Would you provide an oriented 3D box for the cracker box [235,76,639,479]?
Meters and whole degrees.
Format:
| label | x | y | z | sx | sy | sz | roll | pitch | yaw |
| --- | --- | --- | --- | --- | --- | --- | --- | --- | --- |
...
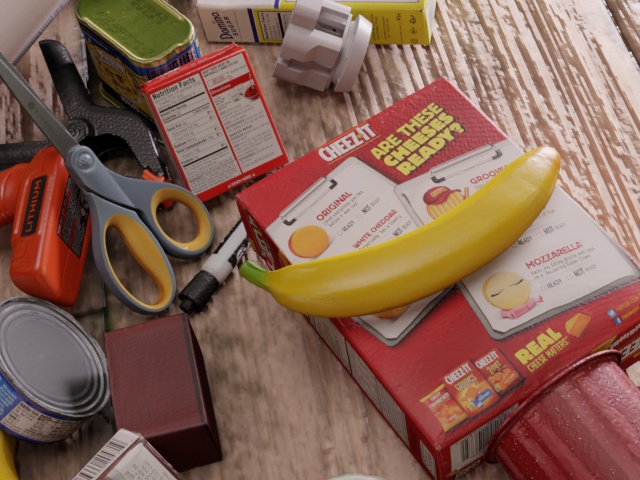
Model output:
| label | x | y | z | sx | sy | sz | roll | pitch | yaw |
| --- | --- | --- | --- | --- | --- | --- | --- | --- | --- |
| cracker box | 0.075 | 0.019 | 0.647 | 0.164 | 0.072 | 0.214 | -31 | 56 | -14 |

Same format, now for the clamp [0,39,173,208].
| label | x | y | z | sx | sy | sz | roll | pitch | yaw |
| --- | --- | --- | --- | --- | --- | --- | --- | --- | --- |
| clamp | -0.170 | -0.078 | 0.764 | 0.172 | 0.039 | 0.120 | 20 | 79 | 18 |

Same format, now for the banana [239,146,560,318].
| label | x | y | z | sx | sy | sz | roll | pitch | yaw |
| --- | --- | --- | --- | --- | --- | --- | --- | --- | --- |
| banana | 0.054 | 0.000 | 0.594 | 0.197 | 0.037 | 0.070 | -20 | 54 | -5 |

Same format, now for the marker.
| label | x | y | z | sx | sy | sz | roll | pitch | yaw |
| --- | --- | --- | --- | --- | --- | --- | --- | --- | --- |
| marker | -0.055 | 0.001 | 0.708 | 0.020 | 0.020 | 0.121 | 25 | 62 | 23 |

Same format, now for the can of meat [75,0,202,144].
| label | x | y | z | sx | sy | sz | roll | pitch | yaw |
| --- | --- | --- | --- | --- | --- | --- | --- | --- | --- |
| can of meat | -0.126 | -0.131 | 0.771 | 0.057 | 0.084 | 0.102 | -41 | 59 | -19 |

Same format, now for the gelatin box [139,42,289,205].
| label | x | y | z | sx | sy | sz | roll | pitch | yaw |
| --- | --- | --- | --- | --- | --- | --- | --- | --- | --- |
| gelatin box | -0.072 | -0.079 | 0.726 | 0.073 | 0.089 | 0.030 | -26 | 22 | -11 |

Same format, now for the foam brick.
| label | x | y | z | sx | sy | sz | roll | pitch | yaw |
| --- | --- | --- | --- | --- | --- | --- | --- | --- | --- |
| foam brick | -0.093 | 0.092 | 0.630 | 0.051 | 0.053 | 0.078 | -15 | 54 | -3 |

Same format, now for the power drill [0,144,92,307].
| label | x | y | z | sx | sy | sz | roll | pitch | yaw |
| --- | --- | --- | --- | --- | --- | --- | --- | --- | --- |
| power drill | -0.248 | 0.007 | 0.696 | 0.188 | 0.057 | 0.184 | -2 | 63 | 14 |

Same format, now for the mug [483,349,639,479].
| label | x | y | z | sx | sy | sz | roll | pitch | yaw |
| --- | --- | --- | --- | --- | --- | --- | --- | --- | --- |
| mug | 0.156 | 0.115 | 0.564 | 0.117 | 0.093 | 0.081 | -17 | 56 | -34 |

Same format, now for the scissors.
| label | x | y | z | sx | sy | sz | roll | pitch | yaw |
| --- | --- | --- | --- | --- | --- | --- | --- | --- | --- |
| scissors | -0.134 | -0.050 | 0.681 | 0.096 | 0.202 | 0.016 | -31 | 12 | -37 |

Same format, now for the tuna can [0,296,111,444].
| label | x | y | z | sx | sy | sz | roll | pitch | yaw |
| --- | --- | --- | --- | --- | --- | --- | --- | --- | --- |
| tuna can | -0.168 | 0.077 | 0.630 | 0.034 | 0.086 | 0.086 | -42 | 52 | 22 |

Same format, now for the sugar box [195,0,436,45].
| label | x | y | z | sx | sy | sz | roll | pitch | yaw |
| --- | --- | --- | --- | --- | --- | --- | --- | --- | --- |
| sugar box | 0.001 | -0.197 | 0.824 | 0.176 | 0.048 | 0.093 | 2 | 55 | 14 |
